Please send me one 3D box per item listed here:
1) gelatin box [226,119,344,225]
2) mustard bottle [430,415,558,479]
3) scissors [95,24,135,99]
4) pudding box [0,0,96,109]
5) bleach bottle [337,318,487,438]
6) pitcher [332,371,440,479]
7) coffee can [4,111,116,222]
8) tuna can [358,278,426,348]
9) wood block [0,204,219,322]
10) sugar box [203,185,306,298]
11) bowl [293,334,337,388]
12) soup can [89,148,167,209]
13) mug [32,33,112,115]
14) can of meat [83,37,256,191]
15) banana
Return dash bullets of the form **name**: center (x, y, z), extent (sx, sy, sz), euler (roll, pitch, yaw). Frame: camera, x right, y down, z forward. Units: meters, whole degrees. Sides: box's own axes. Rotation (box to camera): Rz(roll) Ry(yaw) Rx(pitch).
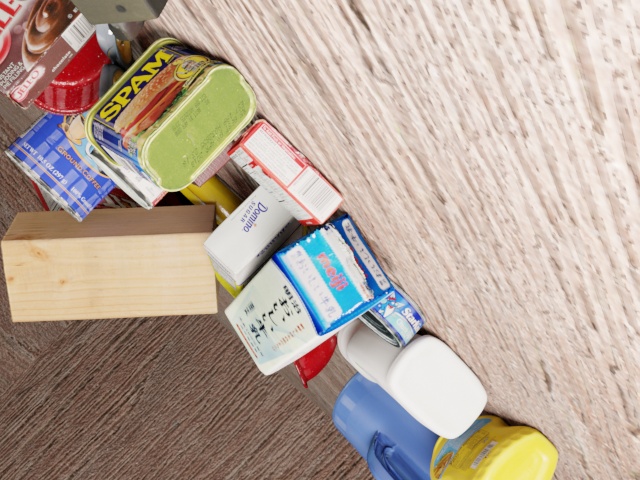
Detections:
- **gelatin box**: center (-0.028, -0.051, 0.822), extent (0.089, 0.030, 0.073), euler (44, 172, -7)
- **mustard bottle**: center (0.156, 0.217, 1.050), extent (0.058, 0.096, 0.192), euler (44, 170, -9)
- **scissors**: center (-0.164, -0.128, 0.915), extent (0.016, 0.096, 0.202), euler (1, 162, 3)
- **pudding box**: center (-0.241, -0.178, 0.878), extent (0.090, 0.113, 0.039), euler (39, 173, 20)
- **bleach bottle**: center (0.070, 0.120, 1.080), extent (0.102, 0.068, 0.251), euler (45, 172, -19)
- **pitcher**: center (0.120, 0.245, 1.208), extent (0.243, 0.145, 0.149), euler (40, 163, 33)
- **coffee can**: center (-0.227, -0.103, 1.061), extent (0.103, 0.140, 0.103), euler (41, 170, 8)
- **tuna can**: center (0.052, 0.057, 0.957), extent (0.086, 0.033, 0.086), euler (41, 170, 8)
- **wood block**: center (-0.209, 0.022, 1.092), extent (0.091, 0.206, 0.090), euler (-99, 7, -68)
- **sugar box**: center (-0.056, 0.001, 0.975), extent (0.048, 0.093, 0.176), euler (43, 170, 9)
- **bowl**: center (-0.022, 0.082, 1.197), extent (0.162, 0.055, 0.162), euler (159, 89, -88)
- **soup can**: center (-0.127, -0.083, 0.864), extent (0.068, 0.102, 0.068), euler (41, 170, 8)
- **mug**: center (-0.229, -0.177, 0.953), extent (0.082, 0.093, 0.117), euler (154, 105, -75)
- **can of meat**: center (-0.107, -0.089, 0.763), extent (0.084, 0.102, 0.057), euler (29, 164, 47)
- **banana**: center (-0.117, -0.053, 1.165), extent (0.198, 0.037, 0.069), euler (44, -160, 10)
